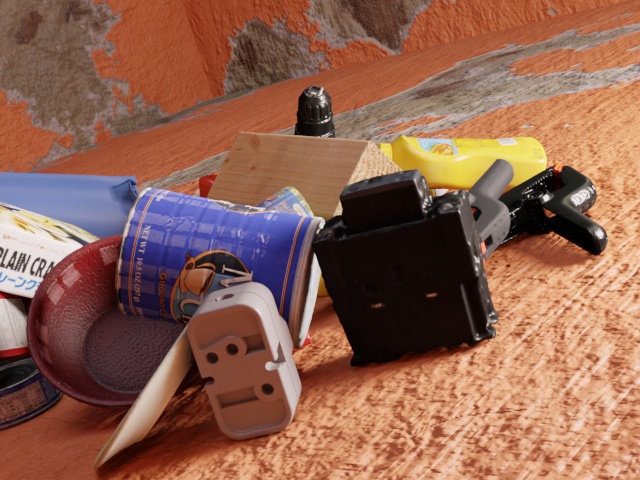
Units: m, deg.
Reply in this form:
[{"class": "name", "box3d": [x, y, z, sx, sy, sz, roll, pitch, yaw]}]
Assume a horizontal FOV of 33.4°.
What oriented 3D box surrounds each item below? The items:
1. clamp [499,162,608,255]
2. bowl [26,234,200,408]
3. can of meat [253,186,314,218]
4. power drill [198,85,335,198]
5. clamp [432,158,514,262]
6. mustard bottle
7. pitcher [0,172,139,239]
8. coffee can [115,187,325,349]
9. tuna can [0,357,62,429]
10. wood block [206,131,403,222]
[{"class": "clamp", "box3d": [0.191, -0.022, 0.988, 0.165, 0.036, 0.209, -11, 18, 24]}, {"class": "bowl", "box3d": [-0.158, 0.075, 0.886, 0.162, 0.162, 0.055, -20, -31, -13]}, {"class": "can of meat", "box3d": [-0.057, 0.001, 1.024, 0.083, 0.057, 0.102, -32, -11, -24]}, {"class": "power drill", "box3d": [-0.055, -0.077, 1.269, 0.187, 0.184, 0.057, -31, 48, -30]}, {"class": "clamp", "box3d": [0.115, -0.022, 0.950, 0.120, 0.039, 0.171, -18, 20, 16]}, {"class": "mustard bottle", "box3d": [0.136, -0.082, 1.136, 0.191, 0.058, 0.096, 1, 18, -4]}, {"class": "pitcher", "box3d": [-0.341, -0.012, 1.266, 0.242, 0.149, 0.145, 4, 6, -26]}, {"class": "coffee can", "box3d": [-0.075, 0.021, 0.826, 0.140, 0.103, 0.102, 10, 18, 7]}, {"class": "tuna can", "box3d": [-0.274, 0.135, 0.942, 0.086, 0.034, 0.086, -16, 13, 4]}, {"class": "wood block", "box3d": [-0.012, -0.050, 1.118, 0.207, 0.090, 0.090, 10, 69, 47]}]
